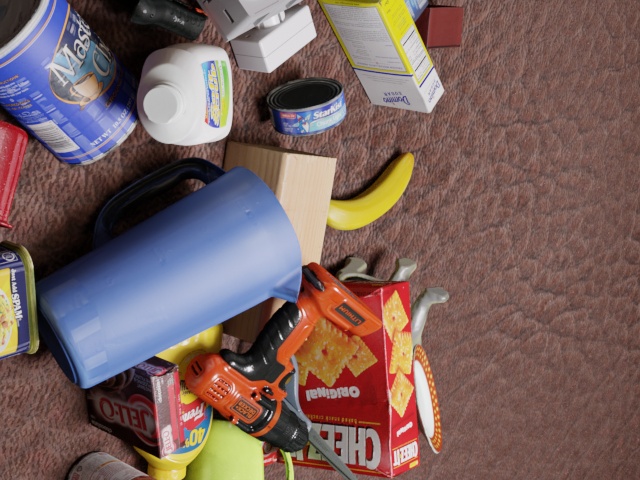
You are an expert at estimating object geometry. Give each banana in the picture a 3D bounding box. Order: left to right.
[{"bbox_3d":[0.058,-0.055,1.335,0.197,0.037,0.070,-24,121,-44],"label":"banana"}]

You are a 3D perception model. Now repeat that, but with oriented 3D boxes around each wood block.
[{"bbox_3d":[-0.057,0.002,1.172,0.090,0.090,0.206,1,101,-51],"label":"wood block"}]

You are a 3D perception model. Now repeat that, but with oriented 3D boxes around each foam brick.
[{"bbox_3d":[0.137,-0.271,1.348,0.078,0.053,0.051,-16,114,-48],"label":"foam brick"}]

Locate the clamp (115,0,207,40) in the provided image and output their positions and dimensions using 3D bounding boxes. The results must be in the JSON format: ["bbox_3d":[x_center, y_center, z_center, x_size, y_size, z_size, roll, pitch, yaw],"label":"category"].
[{"bbox_3d":[-0.152,-0.213,0.973,0.171,0.120,0.039,9,120,-54],"label":"clamp"}]

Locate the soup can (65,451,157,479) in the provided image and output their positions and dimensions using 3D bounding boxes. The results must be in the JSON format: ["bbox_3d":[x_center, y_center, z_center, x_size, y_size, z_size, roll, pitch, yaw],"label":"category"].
[{"bbox_3d":[-0.201,0.259,1.071,0.068,0.102,0.068,-19,116,-46],"label":"soup can"}]

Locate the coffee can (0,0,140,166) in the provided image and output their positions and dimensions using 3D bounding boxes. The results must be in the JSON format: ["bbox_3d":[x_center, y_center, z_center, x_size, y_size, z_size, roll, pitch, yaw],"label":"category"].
[{"bbox_3d":[-0.230,-0.144,0.904,0.102,0.103,0.140,-60,139,-18],"label":"coffee can"}]

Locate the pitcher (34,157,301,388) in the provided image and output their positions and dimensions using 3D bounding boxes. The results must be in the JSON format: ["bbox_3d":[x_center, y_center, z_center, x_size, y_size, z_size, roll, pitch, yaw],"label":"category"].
[{"bbox_3d":[-0.152,0.029,1.018,0.242,0.149,0.145,-29,116,-22],"label":"pitcher"}]

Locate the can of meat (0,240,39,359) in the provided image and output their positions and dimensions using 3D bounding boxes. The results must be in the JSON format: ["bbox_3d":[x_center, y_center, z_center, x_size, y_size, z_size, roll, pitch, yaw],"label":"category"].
[{"bbox_3d":[-0.298,0.059,0.926,0.083,0.058,0.102,-17,114,-44],"label":"can of meat"}]

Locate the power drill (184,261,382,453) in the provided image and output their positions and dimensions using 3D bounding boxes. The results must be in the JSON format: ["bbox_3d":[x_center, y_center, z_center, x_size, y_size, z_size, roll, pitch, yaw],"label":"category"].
[{"bbox_3d":[-0.025,0.128,1.122,0.187,0.057,0.184,-47,131,1],"label":"power drill"}]

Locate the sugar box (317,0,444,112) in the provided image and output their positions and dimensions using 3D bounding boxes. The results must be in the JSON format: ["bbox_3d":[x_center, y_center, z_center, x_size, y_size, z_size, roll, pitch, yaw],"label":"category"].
[{"bbox_3d":[0.073,-0.229,1.252,0.048,0.093,0.176,-57,139,-21],"label":"sugar box"}]

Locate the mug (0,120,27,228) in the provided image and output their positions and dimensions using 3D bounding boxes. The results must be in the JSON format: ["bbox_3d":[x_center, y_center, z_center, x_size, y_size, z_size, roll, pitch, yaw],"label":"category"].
[{"bbox_3d":[-0.300,-0.063,0.871,0.117,0.093,0.081,15,84,-15],"label":"mug"}]

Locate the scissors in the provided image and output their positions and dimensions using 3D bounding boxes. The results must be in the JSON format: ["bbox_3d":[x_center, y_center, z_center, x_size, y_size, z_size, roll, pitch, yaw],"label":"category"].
[{"bbox_3d":[-0.017,0.187,1.199,0.096,0.202,0.016,-62,164,6],"label":"scissors"}]

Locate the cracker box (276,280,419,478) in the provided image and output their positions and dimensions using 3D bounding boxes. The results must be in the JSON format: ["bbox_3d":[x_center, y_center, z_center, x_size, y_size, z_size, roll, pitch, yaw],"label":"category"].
[{"bbox_3d":[0.023,0.154,1.224,0.071,0.164,0.214,-7,95,-54],"label":"cracker box"}]

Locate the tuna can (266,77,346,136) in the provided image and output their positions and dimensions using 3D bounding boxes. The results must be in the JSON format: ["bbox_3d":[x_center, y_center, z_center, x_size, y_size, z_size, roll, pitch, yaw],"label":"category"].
[{"bbox_3d":[-0.015,-0.148,1.178,0.086,0.086,0.034,-37,130,-37],"label":"tuna can"}]

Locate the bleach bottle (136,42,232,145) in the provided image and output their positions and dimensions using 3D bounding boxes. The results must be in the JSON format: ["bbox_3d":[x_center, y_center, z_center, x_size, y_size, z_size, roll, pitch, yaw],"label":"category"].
[{"bbox_3d":[-0.123,-0.124,0.956,0.251,0.068,0.102,-87,178,-77],"label":"bleach bottle"}]

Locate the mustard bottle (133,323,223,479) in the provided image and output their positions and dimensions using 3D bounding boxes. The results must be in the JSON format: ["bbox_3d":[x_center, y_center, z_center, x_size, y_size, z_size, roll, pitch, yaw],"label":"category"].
[{"bbox_3d":[-0.157,0.178,1.135,0.096,0.058,0.192,-4,105,-49],"label":"mustard bottle"}]

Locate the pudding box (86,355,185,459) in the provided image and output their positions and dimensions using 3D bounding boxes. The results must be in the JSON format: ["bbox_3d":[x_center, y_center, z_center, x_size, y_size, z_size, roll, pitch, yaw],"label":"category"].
[{"bbox_3d":[-0.184,0.153,1.048,0.039,0.114,0.090,-21,117,-43],"label":"pudding box"}]
